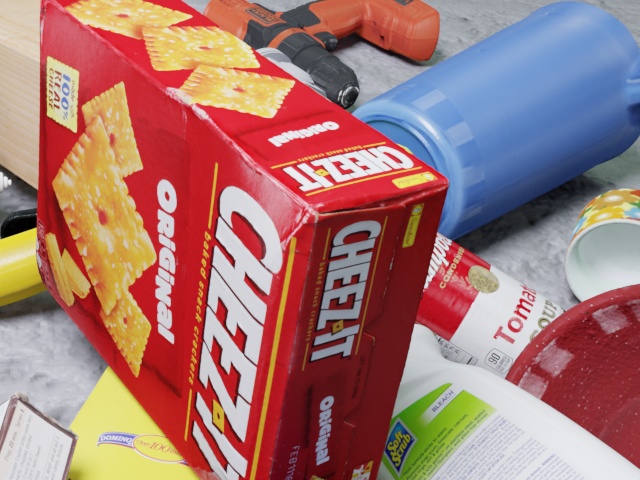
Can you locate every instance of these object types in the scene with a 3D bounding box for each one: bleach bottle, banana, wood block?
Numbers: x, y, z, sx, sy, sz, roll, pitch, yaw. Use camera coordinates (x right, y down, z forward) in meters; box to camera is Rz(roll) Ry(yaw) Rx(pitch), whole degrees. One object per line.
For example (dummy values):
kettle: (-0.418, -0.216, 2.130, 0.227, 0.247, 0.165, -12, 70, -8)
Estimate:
bleach bottle: (0.082, 0.107, 0.496, 0.102, 0.068, 0.251, -44, 43, -2)
banana: (-0.203, 0.018, 0.571, 0.197, 0.070, 0.037, -7, 65, -25)
wood block: (-0.170, -0.097, 0.696, 0.090, 0.091, 0.206, -18, 31, -36)

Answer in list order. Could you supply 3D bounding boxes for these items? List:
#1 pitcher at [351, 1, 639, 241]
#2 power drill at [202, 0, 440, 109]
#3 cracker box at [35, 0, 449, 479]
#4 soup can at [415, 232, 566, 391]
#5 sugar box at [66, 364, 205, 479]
pitcher: (0.118, -0.082, 0.781, 0.242, 0.149, 0.145, -28, 70, -40)
power drill: (0.016, -0.178, 0.940, 0.187, 0.057, 0.185, -19, 44, -38)
cracker box: (-0.053, 0.001, 0.472, 0.071, 0.164, 0.214, -15, 39, -34)
soup can: (0.078, 0.041, 0.605, 0.102, 0.069, 0.068, 32, 36, 4)
sugar box: (-0.065, 0.088, 0.529, 0.093, 0.048, 0.176, 14, 34, 5)
